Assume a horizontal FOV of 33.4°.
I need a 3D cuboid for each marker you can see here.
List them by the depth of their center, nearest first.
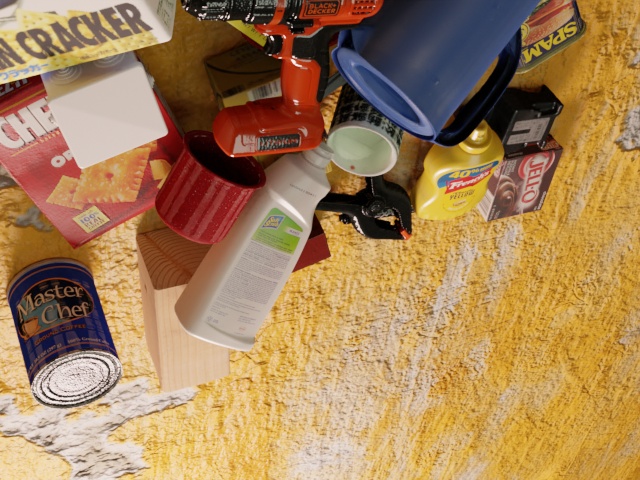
[{"bbox_3d":[0.080,-0.038,1.370,0.121,0.020,0.020,-10,139,-21],"label":"marker"}]

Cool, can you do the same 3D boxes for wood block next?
[{"bbox_3d":[-0.167,0.084,1.305,0.090,0.091,0.206,-14,141,-16],"label":"wood block"}]

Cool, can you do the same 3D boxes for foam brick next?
[{"bbox_3d":[-0.034,0.003,1.321,0.078,0.053,0.051,-22,142,-6],"label":"foam brick"}]

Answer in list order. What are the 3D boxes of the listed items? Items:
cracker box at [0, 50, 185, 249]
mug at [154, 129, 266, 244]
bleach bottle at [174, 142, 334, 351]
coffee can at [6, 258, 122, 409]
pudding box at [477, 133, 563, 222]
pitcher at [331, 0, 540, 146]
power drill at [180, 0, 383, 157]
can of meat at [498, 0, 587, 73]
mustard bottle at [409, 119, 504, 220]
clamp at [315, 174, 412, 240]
[{"bbox_3d":[-0.230,-0.105,1.062,0.164,0.072,0.213,-28,142,-1],"label":"cracker box"},{"bbox_3d":[-0.111,-0.055,1.081,0.082,0.093,0.117,-56,177,25],"label":"mug"},{"bbox_3d":[-0.058,0.001,1.167,0.102,0.068,0.251,20,112,-37],"label":"bleach bottle"},{"bbox_3d":[-0.292,0.105,1.212,0.102,0.140,0.103,-17,141,-14],"label":"coffee can"},{"bbox_3d":[0.262,-0.083,1.411,0.089,0.039,0.114,-11,140,-21],"label":"pudding box"},{"bbox_3d":[0.141,-0.220,1.059,0.243,0.145,0.149,-49,167,-5],"label":"pitcher"},{"bbox_3d":[-0.045,-0.161,0.949,0.184,0.057,0.188,-7,139,-24],"label":"power drill"},{"bbox_3d":[0.238,-0.250,1.189,0.102,0.057,0.084,-31,140,4],"label":"can of meat"},{"bbox_3d":[0.170,-0.092,1.289,0.096,0.058,0.192,-13,157,-12],"label":"mustard bottle"},{"bbox_3d":[0.065,-0.058,1.310,0.171,0.039,0.120,27,118,-40],"label":"clamp"}]
